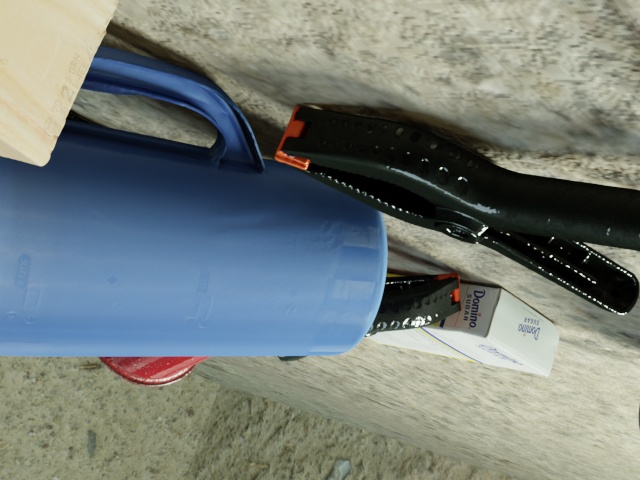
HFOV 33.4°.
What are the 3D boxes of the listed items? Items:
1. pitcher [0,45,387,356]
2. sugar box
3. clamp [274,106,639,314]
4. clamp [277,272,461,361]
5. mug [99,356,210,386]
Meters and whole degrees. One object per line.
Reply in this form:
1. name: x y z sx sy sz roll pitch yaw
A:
1. pitcher: -0.087 -0.006 0.578 0.242 0.145 0.149 6 161 -25
2. sugar box: 0.091 0.062 0.848 0.177 0.048 0.093 3 159 44
3. clamp: 0.080 -0.015 0.536 0.210 0.036 0.164 19 168 16
4. clamp: 0.024 0.050 0.729 0.171 0.039 0.120 -9 -163 -13
5. mug: -0.087 0.037 0.700 0.082 0.117 0.093 -28 93 51
